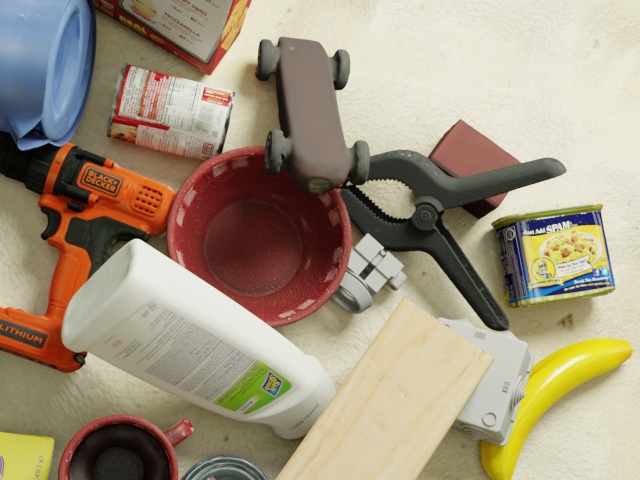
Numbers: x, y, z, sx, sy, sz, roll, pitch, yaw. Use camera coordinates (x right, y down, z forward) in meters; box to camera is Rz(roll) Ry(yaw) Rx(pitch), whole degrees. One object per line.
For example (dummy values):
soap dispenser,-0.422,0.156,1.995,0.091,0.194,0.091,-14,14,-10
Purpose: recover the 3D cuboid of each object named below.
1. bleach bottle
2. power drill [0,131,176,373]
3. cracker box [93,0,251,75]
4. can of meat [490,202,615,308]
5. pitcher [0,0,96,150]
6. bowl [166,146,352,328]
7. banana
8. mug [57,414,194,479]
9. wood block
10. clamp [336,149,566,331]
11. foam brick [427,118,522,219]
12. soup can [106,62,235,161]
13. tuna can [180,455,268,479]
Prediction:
bleach bottle,-0.082,0.103,0.884,0.250,0.068,0.103,37,114,-27
power drill,-0.236,0.006,0.911,0.184,0.057,0.187,21,76,-2
cracker box,-0.130,-0.255,0.903,0.164,0.214,0.072,31,63,-2
can of meat,0.218,0.015,0.990,0.102,0.057,0.084,-8,82,-11
pitcher,-0.315,-0.175,0.894,0.243,0.149,0.145,12,109,2
bowl,-0.056,0.001,0.944,0.162,0.055,0.162,2,78,-10
banana,0.205,0.147,0.973,0.197,0.037,0.069,-46,110,-14
mug,-0.155,0.184,0.874,0.117,0.081,0.093,-36,86,-15
wood block,0.042,0.162,0.853,0.090,0.091,0.206,34,75,11
clamp,0.106,-0.033,0.955,0.210,0.036,0.165,28,110,12
foam brick,0.139,-0.066,0.995,0.078,0.053,0.051,36,75,-2
soup can,-0.132,-0.113,0.949,0.102,0.068,0.068,13,76,-8
tuna can,-0.081,0.225,0.904,0.086,0.034,0.086,2,78,-10
